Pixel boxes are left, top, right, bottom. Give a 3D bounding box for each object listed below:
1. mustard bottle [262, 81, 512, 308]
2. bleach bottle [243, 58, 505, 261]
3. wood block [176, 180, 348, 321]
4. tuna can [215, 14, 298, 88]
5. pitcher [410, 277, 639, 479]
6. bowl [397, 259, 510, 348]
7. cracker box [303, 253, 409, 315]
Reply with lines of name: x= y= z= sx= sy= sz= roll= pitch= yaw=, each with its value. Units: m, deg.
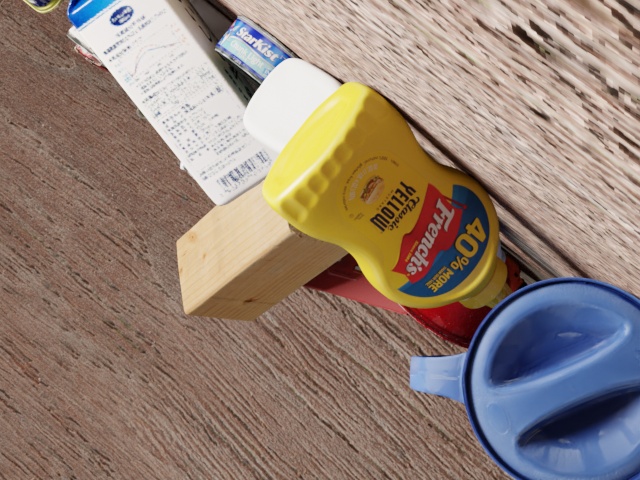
mustard bottle: x=0.060 y=-0.010 z=0.696 sx=0.191 sy=0.096 sz=0.058 roll=38 pitch=-178 yaw=-28
bleach bottle: x=0.059 y=-0.040 z=0.825 sx=0.250 sy=0.068 sz=0.103 roll=34 pitch=-177 yaw=-39
wood block: x=-0.057 y=0.002 z=1.095 sx=0.090 sy=0.206 sz=0.090 roll=9 pitch=-121 yaw=-35
tuna can: x=-0.040 y=-0.136 z=0.835 sx=0.086 sy=0.034 sz=0.086 roll=39 pitch=-178 yaw=-2
pitcher: x=0.168 y=0.096 z=0.759 sx=0.149 sy=0.145 sz=0.242 roll=47 pitch=-173 yaw=12
bowl: x=0.116 y=0.019 z=0.955 sx=0.162 sy=0.055 sz=0.162 roll=30 pitch=-149 yaw=-20
cracker box: x=0.073 y=0.031 z=1.213 sx=0.164 sy=0.072 sz=0.213 roll=14 pitch=-176 yaw=27
